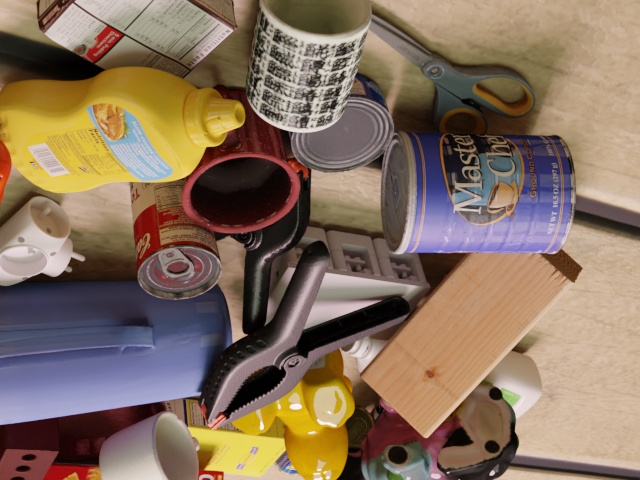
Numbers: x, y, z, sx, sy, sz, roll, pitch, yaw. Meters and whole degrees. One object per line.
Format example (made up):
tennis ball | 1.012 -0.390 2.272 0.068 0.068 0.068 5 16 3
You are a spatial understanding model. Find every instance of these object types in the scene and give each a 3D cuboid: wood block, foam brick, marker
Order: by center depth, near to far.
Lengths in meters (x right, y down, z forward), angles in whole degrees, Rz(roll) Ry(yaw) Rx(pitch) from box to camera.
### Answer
wood block | 0.144 0.077 1.021 0.206 0.091 0.090 -50 171 19
foam brick | -0.294 0.204 1.054 0.052 0.051 0.078 10 136 -26
marker | 0.079 0.191 1.262 0.020 0.020 0.121 2 139 -18

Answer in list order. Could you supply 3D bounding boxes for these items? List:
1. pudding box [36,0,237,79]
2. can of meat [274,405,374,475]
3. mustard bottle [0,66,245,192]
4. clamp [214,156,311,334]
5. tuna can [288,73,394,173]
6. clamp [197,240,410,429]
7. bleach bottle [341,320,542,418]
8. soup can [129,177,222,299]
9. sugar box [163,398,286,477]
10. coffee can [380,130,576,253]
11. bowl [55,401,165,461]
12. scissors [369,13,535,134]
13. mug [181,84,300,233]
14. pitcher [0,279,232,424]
pudding box | -0.129 -0.159 0.757 0.090 0.039 0.113 -37 138 28
can of meat | 0.003 0.240 1.270 0.102 0.057 0.084 10 138 -27
mustard bottle | -0.141 -0.082 0.776 0.192 0.058 0.096 -3 138 27
clamp | -0.056 0.001 0.932 0.120 0.039 0.172 46 121 -2
tuna can | 0.015 -0.097 0.878 0.086 0.034 0.086 -8 141 -7
clamp | -0.022 0.096 0.963 0.210 0.036 0.164 -46 141 16
bleach bottle | 0.125 0.144 1.185 0.250 0.068 0.103 19 132 -31
soup can | -0.122 -0.012 0.888 0.068 0.102 0.068 -8 141 -7
sugar box | -0.130 0.226 1.224 0.176 0.048 0.093 10 136 -28
coffee can | 0.129 -0.040 0.900 0.140 0.103 0.103 0 140 -9
bowl | -0.244 0.166 1.109 0.162 0.055 0.162 -8 141 -7
scissors | 0.087 -0.127 0.876 0.201 0.016 0.096 13 135 -29
mug | -0.070 -0.073 0.844 0.093 0.081 0.117 -14 142 0
pitcher | -0.205 0.095 0.971 0.242 0.149 0.145 -3 125 -17
